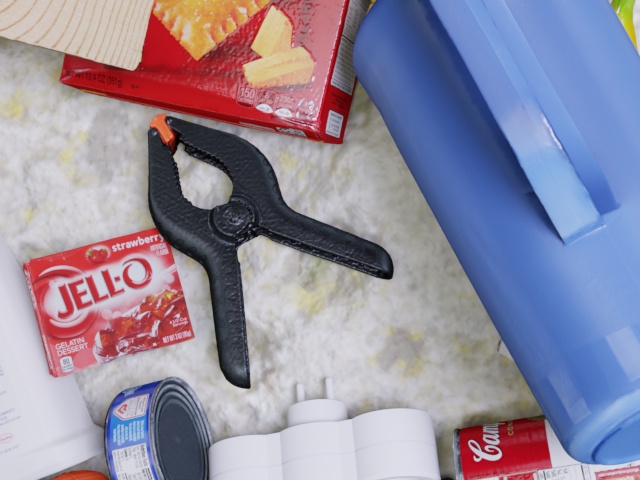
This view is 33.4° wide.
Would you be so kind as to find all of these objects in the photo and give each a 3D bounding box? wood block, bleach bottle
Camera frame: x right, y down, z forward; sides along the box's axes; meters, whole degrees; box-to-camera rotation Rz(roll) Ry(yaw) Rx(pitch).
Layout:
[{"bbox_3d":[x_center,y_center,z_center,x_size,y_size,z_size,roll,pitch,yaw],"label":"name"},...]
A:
[{"bbox_3d":[-0.186,-0.162,0.600,0.206,0.090,0.090,20,98,45],"label":"wood block"},{"bbox_3d":[-0.227,0.035,0.680,0.103,0.068,0.251,-23,84,13],"label":"bleach bottle"}]

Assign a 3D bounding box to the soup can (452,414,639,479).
[{"bbox_3d":[0.130,0.131,0.595,0.102,0.068,0.068,-12,89,13],"label":"soup can"}]

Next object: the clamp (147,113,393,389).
[{"bbox_3d":[-0.054,0.001,0.639,0.171,0.039,0.120,42,73,12],"label":"clamp"}]

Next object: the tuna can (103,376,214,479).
[{"bbox_3d":[-0.095,0.127,0.639,0.034,0.086,0.086,-15,88,15],"label":"tuna can"}]

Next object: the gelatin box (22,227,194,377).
[{"bbox_3d":[-0.129,0.037,0.652,0.089,0.030,0.073,-15,87,-20],"label":"gelatin box"}]

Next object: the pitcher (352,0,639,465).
[{"bbox_3d":[0.112,-0.026,0.501,0.243,0.149,0.145,68,148,28],"label":"pitcher"}]

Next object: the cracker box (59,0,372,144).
[{"bbox_3d":[-0.048,-0.177,0.625,0.164,0.072,0.214,13,94,13],"label":"cracker box"}]
